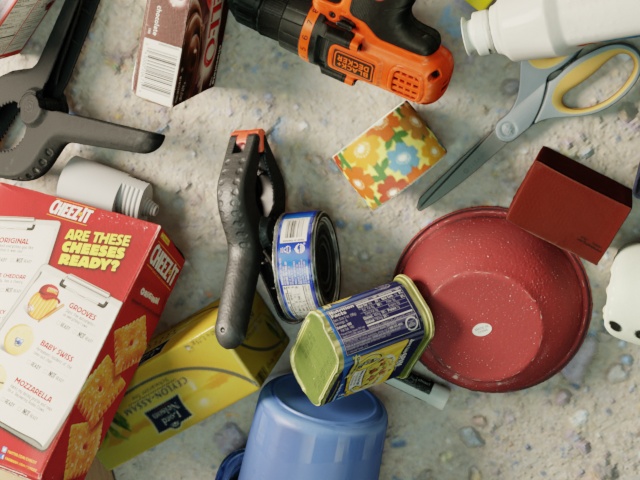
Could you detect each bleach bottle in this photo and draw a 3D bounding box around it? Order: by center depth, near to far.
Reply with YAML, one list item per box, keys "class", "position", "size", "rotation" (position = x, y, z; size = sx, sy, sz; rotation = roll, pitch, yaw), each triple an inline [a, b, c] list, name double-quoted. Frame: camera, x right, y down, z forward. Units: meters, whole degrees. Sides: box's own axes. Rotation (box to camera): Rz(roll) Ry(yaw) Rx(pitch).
- class: "bleach bottle"
  position: [0.221, -0.165, 0.713]
  size: [0.251, 0.102, 0.068]
  rotation: [-10, 101, 19]

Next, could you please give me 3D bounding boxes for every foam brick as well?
- class: "foam brick"
  position: [0.185, -0.027, 0.795]
  size: [0.078, 0.051, 0.053]
  rotation: [28, 114, 5]

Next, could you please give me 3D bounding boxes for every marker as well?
- class: "marker"
  position: [0.051, 0.108, 0.894]
  size: [0.121, 0.020, 0.020]
  rotation: [25, 113, 6]

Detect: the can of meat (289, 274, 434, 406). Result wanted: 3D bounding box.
- class: "can of meat"
  position: [0.030, 0.081, 0.831]
  size: [0.057, 0.083, 0.102]
  rotation: [61, 153, 24]

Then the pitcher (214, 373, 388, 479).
- class: "pitcher"
  position: [-0.025, 0.236, 0.909]
  size: [0.149, 0.145, 0.243]
  rotation: [11, 107, -1]

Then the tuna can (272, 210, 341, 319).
- class: "tuna can"
  position: [-0.010, 0.019, 0.845]
  size: [0.034, 0.086, 0.086]
  rotation: [-5, 107, 15]

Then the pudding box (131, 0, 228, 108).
- class: "pudding box"
  position: [-0.101, -0.165, 0.806]
  size: [0.039, 0.090, 0.113]
  rotation: [20, 113, 10]

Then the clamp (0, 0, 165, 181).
- class: "clamp"
  position: [-0.224, -0.119, 0.872]
  size: [0.210, 0.036, 0.164]
  rotation: [-20, 77, 30]

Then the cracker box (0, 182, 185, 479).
- class: "cracker box"
  position: [-0.227, 0.075, 0.856]
  size: [0.164, 0.072, 0.213]
  rotation: [15, 68, 21]

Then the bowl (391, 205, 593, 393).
- class: "bowl"
  position: [0.130, 0.057, 0.837]
  size: [0.162, 0.055, 0.162]
  rotation: [5, 110, 14]

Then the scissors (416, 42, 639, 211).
- class: "scissors"
  position: [0.139, -0.105, 0.801]
  size: [0.202, 0.016, 0.096]
  rotation: [-26, 98, 21]

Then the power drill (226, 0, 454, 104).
- class: "power drill"
  position: [0.018, -0.195, 0.744]
  size: [0.184, 0.057, 0.188]
  rotation: [24, 144, 13]

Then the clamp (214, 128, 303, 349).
- class: "clamp"
  position: [-0.055, 0.001, 0.838]
  size: [0.039, 0.120, 0.171]
  rotation: [-6, 102, 21]

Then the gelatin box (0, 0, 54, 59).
- class: "gelatin box"
  position: [-0.247, -0.184, 0.848]
  size: [0.030, 0.073, 0.089]
  rotation: [41, 113, -1]
